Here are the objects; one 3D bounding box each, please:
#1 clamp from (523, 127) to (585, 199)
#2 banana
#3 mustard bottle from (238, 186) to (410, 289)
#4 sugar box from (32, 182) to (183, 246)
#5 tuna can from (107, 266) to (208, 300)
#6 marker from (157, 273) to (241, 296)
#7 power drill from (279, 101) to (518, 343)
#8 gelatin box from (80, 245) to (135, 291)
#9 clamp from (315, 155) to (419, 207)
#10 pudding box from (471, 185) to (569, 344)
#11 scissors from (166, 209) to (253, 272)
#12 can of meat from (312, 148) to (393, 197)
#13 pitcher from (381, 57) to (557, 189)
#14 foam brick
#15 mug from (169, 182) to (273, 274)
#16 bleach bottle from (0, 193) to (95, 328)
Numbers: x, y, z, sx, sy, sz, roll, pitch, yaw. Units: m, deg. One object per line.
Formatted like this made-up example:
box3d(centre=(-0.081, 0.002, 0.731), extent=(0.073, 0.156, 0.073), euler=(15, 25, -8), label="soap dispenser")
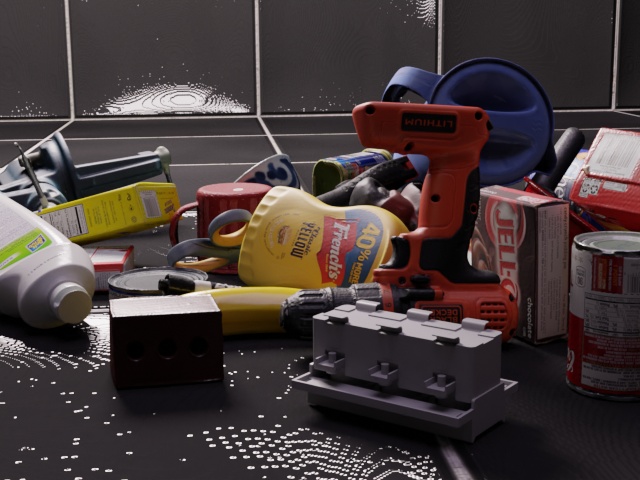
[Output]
box3d(centre=(0.210, -0.028, 1.153), extent=(0.165, 0.036, 0.209), euler=(-39, 14, 35), label="clamp")
box3d(centre=(-0.061, 0.063, 0.847), extent=(0.197, 0.037, 0.070), euler=(-6, 30, -18), label="banana")
box3d(centre=(0.024, 0.015, 0.920), extent=(0.192, 0.096, 0.058), euler=(14, -15, 33), label="mustard bottle")
box3d(centre=(-0.242, -0.018, 1.103), extent=(0.176, 0.048, 0.093), euler=(-16, -3, 18), label="sugar box")
box3d(centre=(-0.139, 0.048, 0.919), extent=(0.086, 0.034, 0.086), euler=(-1, 11, 0), label="tuna can")
box3d(centre=(-0.077, 0.046, 0.887), extent=(0.121, 0.020, 0.020), euler=(11, 6, -25), label="marker")
box3d(centre=(0.061, -0.010, 0.820), extent=(0.184, 0.187, 0.057), euler=(1, -1, -10), label="power drill")
box3d(centre=(-0.221, 0.028, 1.035), extent=(0.073, 0.030, 0.089), euler=(-2, 11, -3), label="gelatin box")
box3d(centre=(0.027, -0.043, 1.123), extent=(0.171, 0.039, 0.120), euler=(-32, -3, -5), label="clamp")
box3d(centre=(0.159, 0.017, 0.857), extent=(0.039, 0.113, 0.090), euler=(-10, 13, -23), label="pudding box")
box3d(centre=(-0.057, 0.001, 1.021), extent=(0.201, 0.016, 0.096), euler=(-5, -32, -45), label="scissors")
box3d(centre=(0.038, -0.050, 1.233), extent=(0.083, 0.102, 0.058), euler=(-14, 17, -41), label="can of meat")
box3d(centre=(0.146, -0.111, 1.178), extent=(0.145, 0.149, 0.243), euler=(-15, -4, -10), label="pitcher")
box3d(centre=(-0.111, 0.070, 0.760), extent=(0.078, 0.053, 0.051), euler=(-4, 12, -12), label="foam brick")
box3d(centre=(-0.098, -0.014, 1.102), extent=(0.117, 0.081, 0.093), euler=(-4, 12, -16), label="mug")
box3d(centre=(-0.270, 0.026, 0.941), extent=(0.102, 0.068, 0.251), euler=(-40, 34, -18), label="bleach bottle")
